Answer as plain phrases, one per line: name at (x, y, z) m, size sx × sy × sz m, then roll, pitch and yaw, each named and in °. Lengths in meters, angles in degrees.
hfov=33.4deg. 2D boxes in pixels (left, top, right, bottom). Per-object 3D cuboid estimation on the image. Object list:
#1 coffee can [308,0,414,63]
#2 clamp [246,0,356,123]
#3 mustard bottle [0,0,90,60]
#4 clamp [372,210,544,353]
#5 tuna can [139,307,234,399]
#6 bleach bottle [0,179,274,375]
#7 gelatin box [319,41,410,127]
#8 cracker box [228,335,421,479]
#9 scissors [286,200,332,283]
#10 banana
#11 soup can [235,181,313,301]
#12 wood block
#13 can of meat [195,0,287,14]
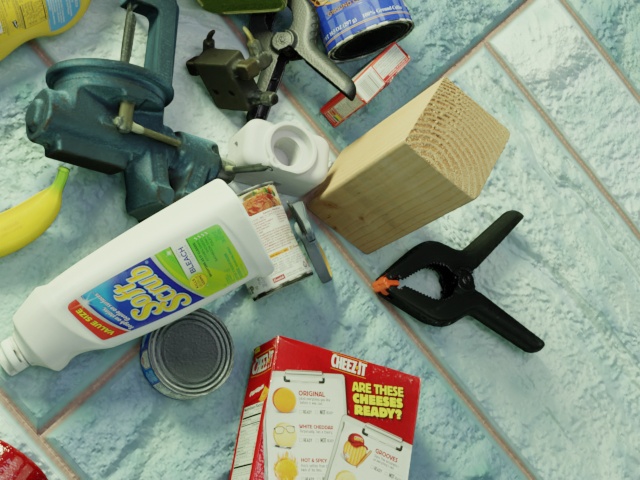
coffee can at (0.031, -0.281, 1.174) m, size 0.102 × 0.103 × 0.140 m, roll -17°, pitch 83°, yaw -30°
clamp at (-0.042, -0.197, 1.134) m, size 0.120 × 0.039 × 0.171 m, roll -23°, pitch 66°, yaw 5°
mustard bottle at (-0.275, -0.238, 1.015) m, size 0.191 × 0.058 × 0.096 m, roll -35°, pitch 131°, yaw -32°
clamp at (0.155, 0.037, 1.177) m, size 0.209 × 0.036 × 0.164 m, roll 7°, pitch 72°, yaw -25°
tuna can at (-0.127, 0.107, 1.012) m, size 0.086 × 0.034 × 0.086 m, roll 8°, pitch 71°, yaw -25°
bleach bottle at (-0.172, 0.048, 0.962) m, size 0.250 × 0.068 × 0.102 m, roll -32°, pitch 123°, yaw -9°
gelatin box at (0.049, -0.170, 1.166) m, size 0.030 × 0.073 × 0.089 m, roll 48°, pitch 59°, yaw -8°
cracker box at (0.000, 0.218, 1.022) m, size 0.164 × 0.072 × 0.213 m, roll 19°, pitch 66°, yaw -22°
scissors at (-0.020, -0.023, 1.038) m, size 0.016 × 0.201 × 0.096 m, roll -22°, pitch 60°, yaw 1°
banana at (-0.312, -0.010, 0.942) m, size 0.197 × 0.037 × 0.069 m, roll -20°, pitch 114°, yaw -25°
soup can at (-0.057, 0.001, 1.062) m, size 0.068 × 0.069 × 0.102 m, roll -23°, pitch 86°, yaw -31°
wood block at (0.084, -0.069, 1.074) m, size 0.090 × 0.206 × 0.090 m, roll 38°, pitch 61°, yaw -12°
can of meat at (-0.080, -0.288, 1.126) m, size 0.102 × 0.057 × 0.084 m, roll 0°, pitch 73°, yaw 16°
